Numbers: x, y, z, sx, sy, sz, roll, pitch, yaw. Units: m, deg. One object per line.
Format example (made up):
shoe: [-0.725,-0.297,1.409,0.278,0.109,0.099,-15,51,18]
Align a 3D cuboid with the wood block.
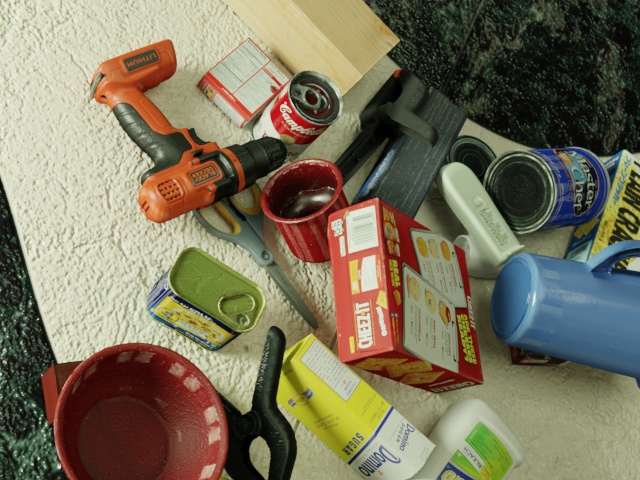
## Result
wood block: [-0.018,-0.273,1.285,0.206,0.090,0.090,46,55,-4]

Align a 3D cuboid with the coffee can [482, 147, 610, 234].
coffee can: [0.282,-0.064,1.329,0.140,0.103,0.103,-7,72,-48]

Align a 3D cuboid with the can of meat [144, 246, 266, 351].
can of meat: [-0.119,0.063,1.080,0.102,0.084,0.057,33,56,-13]

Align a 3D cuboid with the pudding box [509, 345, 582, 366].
pudding box: [0.282,0.108,1.312,0.113,0.039,0.090,5,66,-27]

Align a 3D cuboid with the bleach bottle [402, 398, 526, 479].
bleach bottle: [0.123,0.282,1.109,0.102,0.068,0.250,52,49,-12]

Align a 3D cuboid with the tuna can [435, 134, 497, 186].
tuna can: [0.186,-0.090,1.350,0.086,0.034,0.086,12,63,-24]

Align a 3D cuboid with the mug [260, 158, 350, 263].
mug: [-0.016,-0.034,1.176,0.093,0.117,0.081,-44,138,-17]

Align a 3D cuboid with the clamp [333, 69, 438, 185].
clamp: [0.089,-0.143,1.262,0.036,0.165,0.209,49,42,-24]

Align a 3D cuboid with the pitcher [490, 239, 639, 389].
pitcher: [0.330,0.079,1.240,0.242,0.145,0.149,12,71,-17]

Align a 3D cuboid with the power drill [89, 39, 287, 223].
power drill: [-0.147,-0.124,1.153,0.184,0.057,0.188,-27,77,-34]

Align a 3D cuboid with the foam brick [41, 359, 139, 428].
foam brick: [-0.218,0.144,1.009,0.078,0.051,0.053,-4,71,-31]

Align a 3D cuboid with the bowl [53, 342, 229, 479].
bowl: [-0.166,0.176,0.955,0.161,0.055,0.162,14,60,-25]

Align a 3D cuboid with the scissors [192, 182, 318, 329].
scissors: [-0.058,0.001,1.185,0.201,0.016,0.096,41,55,-8]

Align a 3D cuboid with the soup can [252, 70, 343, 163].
soup can: [-0.027,-0.139,1.211,0.068,0.102,0.068,12,63,-25]

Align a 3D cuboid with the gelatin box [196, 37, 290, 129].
gelatin box: [-0.088,-0.183,1.243,0.073,0.030,0.089,45,54,-3]

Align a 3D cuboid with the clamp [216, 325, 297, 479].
clamp: [-0.061,0.171,1.043,0.171,0.120,0.039,62,20,16]

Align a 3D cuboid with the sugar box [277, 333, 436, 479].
sugar box: [0.025,0.180,1.103,0.176,0.093,0.048,44,56,-5]

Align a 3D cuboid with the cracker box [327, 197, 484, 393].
cracker box: [0.093,0.067,1.153,0.213,0.072,0.164,27,53,-54]
